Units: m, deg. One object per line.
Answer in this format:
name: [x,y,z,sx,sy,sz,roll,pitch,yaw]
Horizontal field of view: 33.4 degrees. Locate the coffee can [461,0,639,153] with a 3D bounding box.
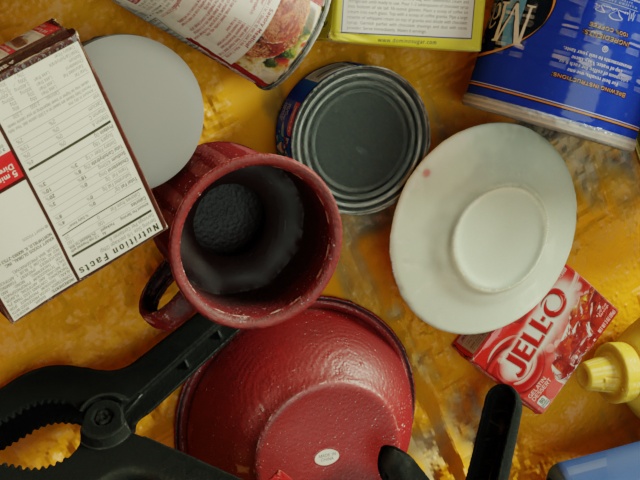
coffee can: [0.150,-0.131,0.609,0.102,0.103,0.140,12,100,-24]

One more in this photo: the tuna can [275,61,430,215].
tuna can: [0.018,-0.060,0.616,0.086,0.034,0.086,-6,107,-20]

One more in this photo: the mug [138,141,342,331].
mug: [-0.054,0.001,0.578,0.093,0.082,0.117,43,87,-26]

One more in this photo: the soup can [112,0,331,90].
soup can: [-0.055,-0.131,0.549,0.102,0.069,0.068,28,93,-25]

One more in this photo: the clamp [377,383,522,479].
clamp: [0.082,0.181,0.654,0.120,0.039,0.171,-7,96,-36]

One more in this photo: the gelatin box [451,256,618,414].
gelatin box: [0.141,0.058,0.699,0.073,0.030,0.089,38,88,-25]

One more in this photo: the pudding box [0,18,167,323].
pudding box: [-0.133,-0.031,0.493,0.090,0.039,0.113,-34,127,-21]

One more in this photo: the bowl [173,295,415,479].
bowl: [-0.004,0.117,0.645,0.162,0.055,0.162,-6,107,-19]

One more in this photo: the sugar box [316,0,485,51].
sugar box: [0.047,-0.195,0.584,0.093,0.048,0.176,0,102,-19]

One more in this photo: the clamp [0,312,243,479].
clamp: [-0.105,0.109,0.566,0.210,0.164,0.036,-16,140,-9]
